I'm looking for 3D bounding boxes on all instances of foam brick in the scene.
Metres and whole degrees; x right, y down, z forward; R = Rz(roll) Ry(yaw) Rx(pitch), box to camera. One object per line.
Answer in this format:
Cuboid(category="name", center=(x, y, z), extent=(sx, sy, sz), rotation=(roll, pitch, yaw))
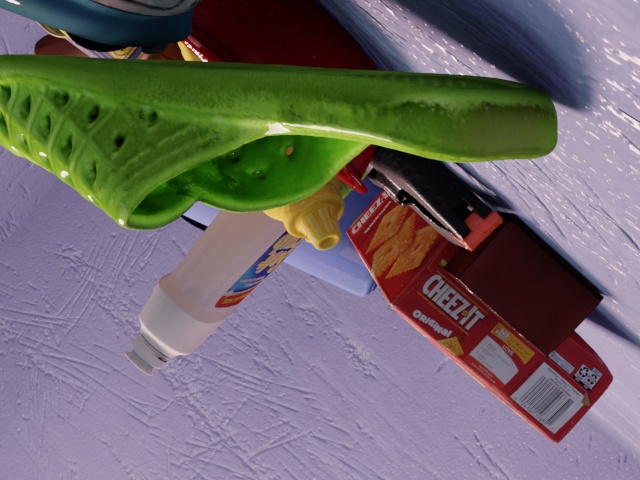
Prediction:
Cuboid(category="foam brick", center=(0.125, 0.027, 0.669), extent=(0.078, 0.051, 0.053), rotation=(41, -179, -5))

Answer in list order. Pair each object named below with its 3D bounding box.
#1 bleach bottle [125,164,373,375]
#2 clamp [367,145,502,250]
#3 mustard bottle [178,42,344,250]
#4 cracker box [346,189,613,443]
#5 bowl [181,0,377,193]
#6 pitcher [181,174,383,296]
Cuboid(category="bleach bottle", center=(-0.055, 0.001, 0.824), extent=(0.068, 0.251, 0.102), rotation=(41, 180, 11))
Cuboid(category="clamp", center=(0.058, -0.041, 0.698), extent=(0.172, 0.039, 0.120), rotation=(47, -174, 37))
Cuboid(category="mustard bottle", center=(-0.031, -0.071, 0.719), extent=(0.096, 0.058, 0.192), rotation=(39, -161, -55))
Cuboid(category="cracker box", center=(0.114, 0.042, 0.818), extent=(0.164, 0.072, 0.214), rotation=(40, -173, -14))
Cuboid(category="bowl", center=(-0.020, -0.097, 0.574), extent=(0.162, 0.055, 0.162), rotation=(41, 180, 0))
Cuboid(category="pitcher", center=(-0.040, -0.042, 0.990), extent=(0.243, 0.145, 0.149), rotation=(28, -174, 7))
